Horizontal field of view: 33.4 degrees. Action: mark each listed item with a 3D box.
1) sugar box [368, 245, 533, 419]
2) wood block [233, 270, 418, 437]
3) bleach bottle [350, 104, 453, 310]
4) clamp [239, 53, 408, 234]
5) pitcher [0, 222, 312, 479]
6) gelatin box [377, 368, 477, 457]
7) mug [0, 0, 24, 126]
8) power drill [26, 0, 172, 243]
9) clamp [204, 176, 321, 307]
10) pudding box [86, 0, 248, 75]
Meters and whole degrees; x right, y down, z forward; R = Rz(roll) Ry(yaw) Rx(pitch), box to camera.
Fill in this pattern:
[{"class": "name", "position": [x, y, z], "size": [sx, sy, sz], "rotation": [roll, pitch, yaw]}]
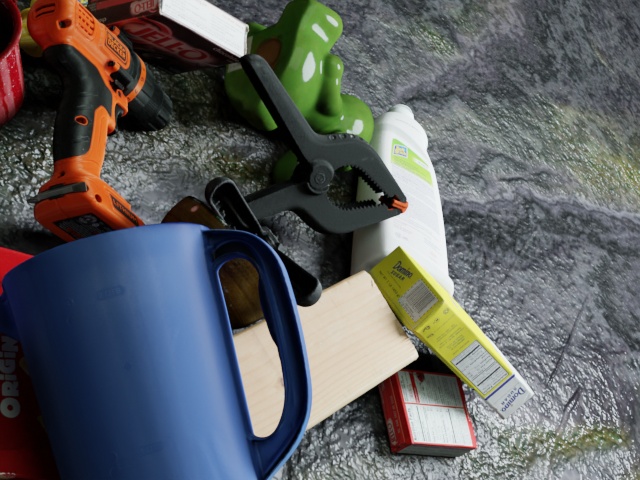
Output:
[{"class": "sugar box", "position": [0.122, 0.086, 0.981], "size": [0.176, 0.048, 0.093], "rotation": [41, 9, -39]}, {"class": "wood block", "position": [-0.026, 0.108, 0.859], "size": [0.205, 0.090, 0.091], "rotation": [-23, 79, -49]}, {"class": "bleach bottle", "position": [0.085, -0.046, 1.101], "size": [0.102, 0.068, 0.250], "rotation": [32, 41, -25]}, {"class": "clamp", "position": [-0.016, -0.051, 0.961], "size": [0.209, 0.164, 0.036], "rotation": [25, 3, -29]}, {"class": "pitcher", "position": [-0.090, 0.115, 0.645], "size": [0.144, 0.149, 0.243], "rotation": [-8, 76, -41]}, {"class": "gelatin box", "position": [0.097, 0.159, 0.981], "size": [0.089, 0.030, 0.073], "rotation": [11, 55, -37]}, {"class": "mug", "position": [-0.264, -0.143, 0.808], "size": [0.093, 0.081, 0.117], "rotation": [19, 59, 3]}, {"class": "power drill", "position": [-0.173, -0.081, 0.860], "size": [0.184, 0.057, 0.187], "rotation": [43, 36, -58]}, {"class": "clamp", "position": [-0.056, 0.001, 0.865], "size": [0.039, 0.172, 0.120], "rotation": [-35, 96, -12]}, {"class": "pudding box", "position": [-0.130, -0.181, 0.912], "size": [0.113, 0.090, 0.039], "rotation": [17, 74, -53]}]
